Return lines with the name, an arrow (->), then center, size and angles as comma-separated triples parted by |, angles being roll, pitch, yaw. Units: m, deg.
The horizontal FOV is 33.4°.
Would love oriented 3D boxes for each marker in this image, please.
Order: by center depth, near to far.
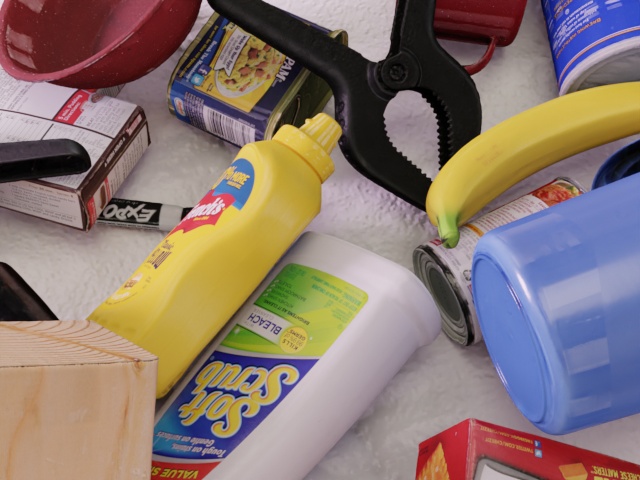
marker -> -0.120, -0.017, 0.686 | 0.121, 0.020, 0.020 | 6, 64, 4

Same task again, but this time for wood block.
wood block -> -0.135, 0.145, 0.475 | 0.090, 0.091, 0.206 | 1, 97, -32

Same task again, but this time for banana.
banana -> 0.133, -0.052, 0.643 | 0.197, 0.037, 0.070 | -31, 45, -18

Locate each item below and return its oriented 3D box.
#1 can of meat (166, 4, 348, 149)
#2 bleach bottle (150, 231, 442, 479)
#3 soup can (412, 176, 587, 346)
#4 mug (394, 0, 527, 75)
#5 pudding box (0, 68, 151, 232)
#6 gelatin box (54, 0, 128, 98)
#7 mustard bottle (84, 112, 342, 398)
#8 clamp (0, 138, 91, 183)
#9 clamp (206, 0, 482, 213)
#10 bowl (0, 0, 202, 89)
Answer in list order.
can of meat -> -0.042, -0.109, 0.710 | 0.084, 0.057, 0.102 | 26, 67, 15
bleach bottle -> -0.045, 0.111, 0.588 | 0.103, 0.068, 0.250 | 23, 65, 40
soup can -> 0.115, 0.013, 0.641 | 0.102, 0.068, 0.068 | -25, 66, -11
mug -> 0.095, -0.166, 0.722 | 0.081, 0.093, 0.117 | 8, 76, 0
pudding box -> -0.179, -0.060, 0.683 | 0.113, 0.039, 0.090 | 14, 50, 15
gelatin box -> -0.160, -0.138, 0.741 | 0.073, 0.030, 0.089 | 27, 67, 15
mustard bottle -> -0.054, 0.000, 0.621 | 0.058, 0.096, 0.191 | 45, 79, -18
clamp -> -0.231, -0.024, 0.621 | 0.172, 0.039, 0.120 | 15, 61, 16
clamp -> 0.049, -0.112, 0.664 | 0.164, 0.036, 0.210 | -34, 99, -6
bowl -> -0.128, -0.152, 0.677 | 0.162, 0.055, 0.162 | -18, 51, 24
